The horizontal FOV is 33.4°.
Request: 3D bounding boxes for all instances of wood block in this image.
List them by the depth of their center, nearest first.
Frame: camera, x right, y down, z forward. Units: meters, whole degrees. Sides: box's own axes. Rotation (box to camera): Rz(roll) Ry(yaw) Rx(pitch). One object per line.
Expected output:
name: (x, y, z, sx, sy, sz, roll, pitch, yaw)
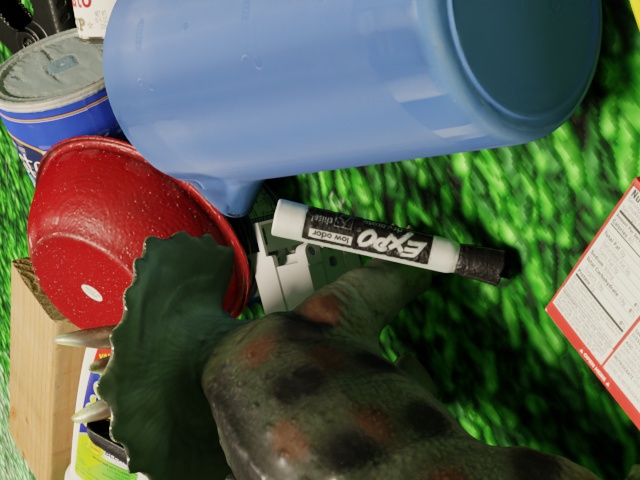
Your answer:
wood block: (-0.219, 0.113, 0.953, 0.090, 0.090, 0.206, 44, 136, 38)

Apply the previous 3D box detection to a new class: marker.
marker: (0.036, 0.002, 0.531, 0.020, 0.121, 0.020, 16, -93, -88)

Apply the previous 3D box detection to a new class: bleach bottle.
bleach bottle: (-0.156, 0.112, 0.869, 0.103, 0.068, 0.251, 22, 123, 23)

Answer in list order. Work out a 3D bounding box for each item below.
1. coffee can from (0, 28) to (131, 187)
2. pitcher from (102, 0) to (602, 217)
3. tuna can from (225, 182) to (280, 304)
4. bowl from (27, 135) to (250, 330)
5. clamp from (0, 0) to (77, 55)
coffee can: (-0.152, -0.062, 0.733, 0.103, 0.102, 0.140, 32, 147, 46)
pitcher: (0.006, -0.105, 0.511, 0.243, 0.145, 0.149, 1, 140, 52)
tuna can: (-0.055, 0.001, 0.719, 0.086, 0.033, 0.086, 27, 124, 49)
bowl: (-0.127, 0.015, 0.668, 0.162, 0.055, 0.162, 19, 137, 19)
clamp: (-0.213, -0.148, 0.821, 0.165, 0.036, 0.210, -24, 102, 44)
